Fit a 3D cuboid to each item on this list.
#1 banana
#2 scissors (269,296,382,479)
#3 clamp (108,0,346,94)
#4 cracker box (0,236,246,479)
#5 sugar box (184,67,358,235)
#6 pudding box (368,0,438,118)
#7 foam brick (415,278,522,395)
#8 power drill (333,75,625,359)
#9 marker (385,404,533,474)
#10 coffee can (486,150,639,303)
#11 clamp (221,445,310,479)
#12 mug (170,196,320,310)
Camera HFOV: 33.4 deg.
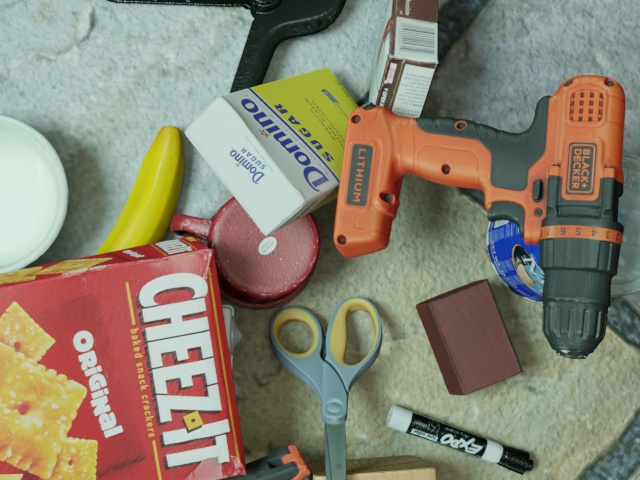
[{"bbox_3d":[-0.150,0.000,0.796,0.037,0.069,0.197,16,54,27],"label":"banana"},{"bbox_3d":[-0.007,0.116,0.780,0.096,0.016,0.201,10,47,11],"label":"scissors"},{"bbox_3d":[-0.044,-0.179,0.842,0.210,0.036,0.164,-29,82,-11],"label":"clamp"},{"bbox_3d":[-0.167,0.098,0.709,0.213,0.072,0.164,-11,101,-17],"label":"cracker box"},{"bbox_3d":[-0.015,-0.070,0.772,0.048,0.176,0.093,-40,87,26],"label":"sugar box"},{"bbox_3d":[0.062,-0.135,0.802,0.039,0.090,0.113,11,47,-2],"label":"pudding box"},{"bbox_3d":[0.115,0.076,0.829,0.051,0.053,0.078,-20,87,-8],"label":"foam brick"},{"bbox_3d":[0.106,-0.020,0.714,0.188,0.057,0.184,4,81,18],"label":"power drill"},{"bbox_3d":[0.110,0.157,0.838,0.121,0.020,0.020,20,83,-4],"label":"marker"},{"bbox_3d":[0.192,-0.006,0.801,0.102,0.140,0.103,1,84,-7],"label":"coffee can"},{"bbox_3d":[-0.063,0.224,0.772,0.171,0.039,0.120,-40,128,5],"label":"clamp"},{"bbox_3d":[-0.055,0.001,0.803,0.117,0.081,0.093,19,83,-4],"label":"mug"}]
